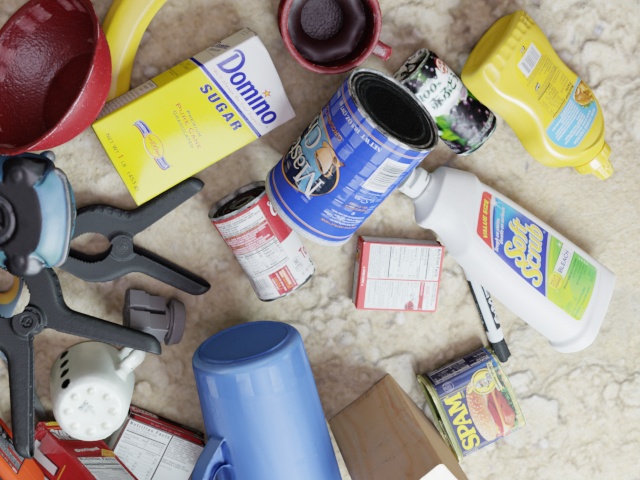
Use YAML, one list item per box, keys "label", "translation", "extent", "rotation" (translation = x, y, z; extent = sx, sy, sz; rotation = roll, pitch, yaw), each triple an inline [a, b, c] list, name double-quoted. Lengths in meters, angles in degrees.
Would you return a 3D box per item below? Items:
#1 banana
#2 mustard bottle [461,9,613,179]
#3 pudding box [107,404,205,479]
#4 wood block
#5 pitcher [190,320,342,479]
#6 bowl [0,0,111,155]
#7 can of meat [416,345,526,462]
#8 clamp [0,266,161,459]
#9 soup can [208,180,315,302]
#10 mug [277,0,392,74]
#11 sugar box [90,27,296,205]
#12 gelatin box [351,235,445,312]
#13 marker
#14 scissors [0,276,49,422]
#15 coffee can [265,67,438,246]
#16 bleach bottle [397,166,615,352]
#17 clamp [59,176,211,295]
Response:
- label: "banana"
  translation: [-0.173, -0.186, 0.998]
  extent: [0.069, 0.037, 0.198]
  rotation: [28, 99, -16]
- label: "mustard bottle"
  translation: [0.229, -0.130, 1.063]
  extent: [0.191, 0.058, 0.096]
  rotation: [43, 62, -18]
- label: "pudding box"
  translation: [-0.184, 0.238, 1.116]
  extent: [0.090, 0.039, 0.113]
  rotation: [25, 98, -15]
- label: "wood block"
  translation: [0.085, 0.230, 1.071]
  extent: [0.090, 0.206, 0.090]
  rotation: [-39, 109, 3]
- label: "pitcher"
  translation: [-0.055, 0.211, 1.042]
  extent: [0.145, 0.149, 0.243]
  rotation: [-11, 108, 5]
- label: "bowl"
  translation: [-0.239, -0.142, 0.959]
  extent: [0.162, 0.162, 0.055]
  rotation: [-52, 140, 7]
- label: "can of meat"
  translation: [0.163, 0.174, 1.147]
  extent: [0.084, 0.057, 0.102]
  rotation: [-25, 109, -5]
- label: "clamp"
  translation: [-0.278, 0.089, 1.008]
  extent: [0.210, 0.036, 0.164]
  rotation: [44, 79, 3]
- label: "soup can"
  translation: [-0.057, 0.001, 1.054]
  extent: [0.068, 0.068, 0.102]
  rotation: [-30, 109, -1]
- label: "mug"
  translation: [0.014, -0.202, 1.001]
  extent: [0.117, 0.081, 0.093]
  rotation: [23, 101, -15]
- label: "sugar box"
  translation: [-0.120, -0.117, 1.004]
  extent: [0.176, 0.048, 0.093]
  rotation: [-30, 118, -7]
- label: "gelatin box"
  translation: [0.080, 0.035, 1.107]
  extent: [0.089, 0.030, 0.073]
  rotation: [3, 104, -11]
- label: "marker"
  translation: [0.179, 0.078, 1.141]
  extent: [0.020, 0.020, 0.121]
  rotation: [-22, 108, -3]
- label: "scissors"
  translation: [-0.303, 0.091, 1.066]
  extent: [0.096, 0.016, 0.201]
  rotation: [-37, 108, 2]
- label: "coffee can"
  translation: [0.028, -0.077, 1.002]
  extent: [0.102, 0.102, 0.140]
  rotation: [31, 125, -16]
- label: "bleach bottle"
  translation: [0.182, 0.009, 1.089]
  extent: [0.250, 0.068, 0.102]
  rotation: [33, 66, -15]
- label: "clamp"
  translation: [-0.187, 0.010, 1.051]
  extent: [0.171, 0.039, 0.120]
  rotation: [-12, 102, -3]
